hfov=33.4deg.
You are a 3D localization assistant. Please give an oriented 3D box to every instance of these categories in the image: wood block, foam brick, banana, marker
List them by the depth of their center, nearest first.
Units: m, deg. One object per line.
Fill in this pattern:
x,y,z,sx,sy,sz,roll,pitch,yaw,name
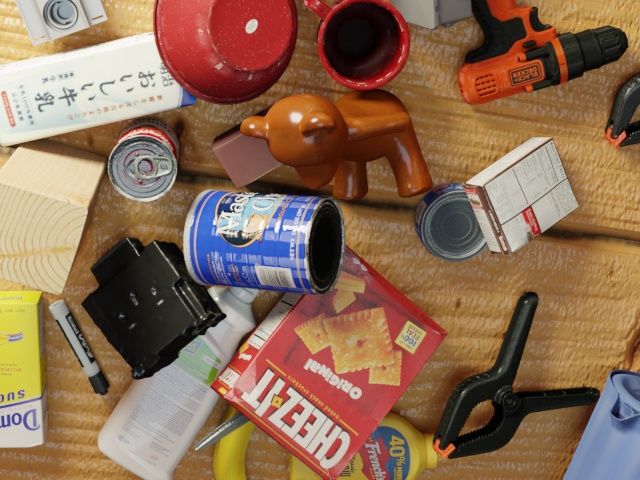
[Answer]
-0.273,-0.031,1.055,0.090,0.206,0.090,17,105,-11,wood block
-0.069,-0.100,1.135,0.078,0.051,0.053,-29,109,4,foam brick
-0.270,0.123,1.201,0.020,0.020,0.121,-23,108,2,marker
-0.087,0.226,1.245,0.069,0.037,0.198,3,109,-26,banana

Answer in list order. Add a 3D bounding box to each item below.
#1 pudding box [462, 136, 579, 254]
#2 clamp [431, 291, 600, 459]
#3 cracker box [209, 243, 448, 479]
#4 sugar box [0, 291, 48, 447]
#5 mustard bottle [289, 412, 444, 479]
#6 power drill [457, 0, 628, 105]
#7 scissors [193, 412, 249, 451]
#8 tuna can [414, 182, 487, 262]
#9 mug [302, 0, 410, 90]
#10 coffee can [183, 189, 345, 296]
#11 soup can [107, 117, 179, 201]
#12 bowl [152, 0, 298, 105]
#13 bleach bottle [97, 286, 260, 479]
0.220,-0.049,1.165,0.113,0.039,0.090,-33,108,-24,pudding box
0.222,0.185,1.240,0.210,0.036,0.164,-45,107,-7,clamp
0.012,0.132,1.174,0.164,0.072,0.213,41,81,-16,cracker box
-0.354,0.144,1.187,0.093,0.048,0.176,0,106,-5,sugar box
0.060,0.250,1.252,0.191,0.058,0.096,-2,99,-5,mustard bottle
0.218,-0.248,1.112,0.184,0.057,0.187,-17,108,0,power drill
-0.044,0.190,1.215,0.201,0.016,0.096,-46,118,-10,scissors
0.150,-0.020,1.189,0.086,0.034,0.086,-1,107,-5,tuna can
0.030,-0.213,1.093,0.117,0.081,0.093,33,101,-14,mug
-0.057,0.001,1.113,0.140,0.102,0.103,4,109,23,coffee can
-0.180,-0.085,1.102,0.068,0.102,0.068,-2,107,-5,soup can
-0.080,-0.213,1.048,0.161,0.055,0.162,-7,103,-30,bowl
-0.143,0.150,1.201,0.102,0.068,0.251,34,99,-13,bleach bottle
